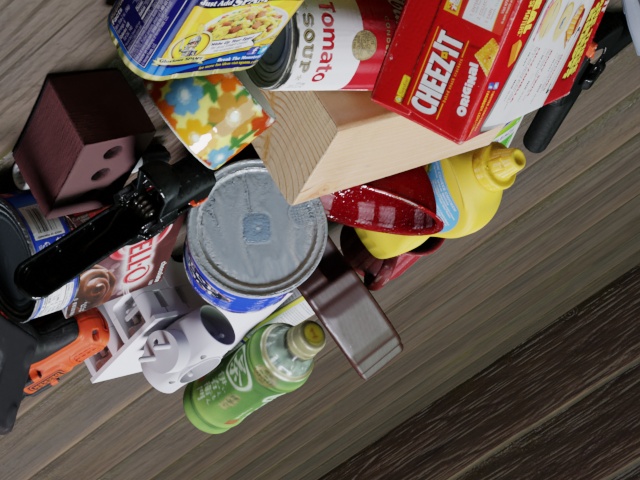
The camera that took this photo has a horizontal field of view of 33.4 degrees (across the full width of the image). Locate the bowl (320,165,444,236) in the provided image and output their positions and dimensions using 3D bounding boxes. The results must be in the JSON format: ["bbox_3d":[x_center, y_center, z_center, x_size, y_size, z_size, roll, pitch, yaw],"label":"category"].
[{"bbox_3d":[0.029,-0.053,0.882,0.162,0.055,0.162,14,170,2],"label":"bowl"}]

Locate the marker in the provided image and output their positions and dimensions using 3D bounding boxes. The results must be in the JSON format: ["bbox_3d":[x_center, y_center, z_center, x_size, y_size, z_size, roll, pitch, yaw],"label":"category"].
[{"bbox_3d":[-0.151,-0.051,0.724,0.120,0.020,0.020,-13,155,-46],"label":"marker"}]

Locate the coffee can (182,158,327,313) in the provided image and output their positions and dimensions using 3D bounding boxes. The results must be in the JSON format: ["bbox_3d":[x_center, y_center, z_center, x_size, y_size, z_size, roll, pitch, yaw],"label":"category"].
[{"bbox_3d":[-0.055,0.001,0.837,0.102,0.103,0.140,-28,176,-12],"label":"coffee can"}]

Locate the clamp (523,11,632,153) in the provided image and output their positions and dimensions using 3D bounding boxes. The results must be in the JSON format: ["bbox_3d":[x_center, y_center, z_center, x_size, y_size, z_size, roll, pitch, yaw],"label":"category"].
[{"bbox_3d":[0.245,-0.166,0.977,0.164,0.036,0.210,-51,167,0],"label":"clamp"}]

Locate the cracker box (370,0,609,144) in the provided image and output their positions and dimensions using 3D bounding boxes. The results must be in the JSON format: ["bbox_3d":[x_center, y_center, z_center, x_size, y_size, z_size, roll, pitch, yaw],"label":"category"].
[{"bbox_3d":[0.127,-0.161,0.657,0.213,0.072,0.164,-29,144,-57],"label":"cracker box"}]

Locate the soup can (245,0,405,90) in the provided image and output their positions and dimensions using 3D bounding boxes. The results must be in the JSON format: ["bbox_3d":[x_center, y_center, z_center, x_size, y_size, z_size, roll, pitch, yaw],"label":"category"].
[{"bbox_3d":[0.009,-0.128,0.675,0.102,0.068,0.069,-5,150,-33],"label":"soup can"}]

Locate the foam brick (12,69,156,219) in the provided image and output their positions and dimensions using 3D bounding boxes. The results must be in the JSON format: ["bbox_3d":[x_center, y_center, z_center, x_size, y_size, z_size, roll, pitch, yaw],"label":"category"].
[{"bbox_3d":[-0.146,-0.060,0.655,0.052,0.051,0.078,-17,157,-41],"label":"foam brick"}]

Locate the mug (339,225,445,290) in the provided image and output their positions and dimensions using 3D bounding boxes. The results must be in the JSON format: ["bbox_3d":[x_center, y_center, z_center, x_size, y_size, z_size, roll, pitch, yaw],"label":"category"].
[{"bbox_3d":[0.069,0.001,1.093,0.093,0.117,0.082,23,146,-14],"label":"mug"}]

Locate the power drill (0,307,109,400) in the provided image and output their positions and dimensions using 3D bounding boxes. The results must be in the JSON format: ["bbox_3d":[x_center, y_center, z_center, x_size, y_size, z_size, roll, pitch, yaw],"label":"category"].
[{"bbox_3d":[-0.279,0.097,0.854,0.184,0.057,0.187,-32,164,4],"label":"power drill"}]

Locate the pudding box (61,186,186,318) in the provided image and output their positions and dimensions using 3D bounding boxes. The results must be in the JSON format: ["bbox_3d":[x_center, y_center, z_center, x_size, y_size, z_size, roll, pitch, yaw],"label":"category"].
[{"bbox_3d":[-0.159,0.006,0.831,0.089,0.039,0.114,-21,160,-31],"label":"pudding box"}]

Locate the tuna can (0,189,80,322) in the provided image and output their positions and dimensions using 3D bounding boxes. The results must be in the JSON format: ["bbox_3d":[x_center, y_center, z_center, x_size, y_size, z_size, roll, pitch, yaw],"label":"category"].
[{"bbox_3d":[-0.194,0.009,0.703,0.033,0.086,0.086,-19,158,-40],"label":"tuna can"}]

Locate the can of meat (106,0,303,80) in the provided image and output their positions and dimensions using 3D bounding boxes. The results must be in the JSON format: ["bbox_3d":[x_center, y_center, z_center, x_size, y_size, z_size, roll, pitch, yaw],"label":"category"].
[{"bbox_3d":[-0.058,-0.136,0.589,0.101,0.057,0.084,-15,158,-42],"label":"can of meat"}]

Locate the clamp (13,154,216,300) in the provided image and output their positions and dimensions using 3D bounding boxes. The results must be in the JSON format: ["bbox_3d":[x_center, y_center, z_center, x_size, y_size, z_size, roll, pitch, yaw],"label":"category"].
[{"bbox_3d":[-0.104,-0.024,0.658,0.120,0.039,0.171,-29,-173,28],"label":"clamp"}]

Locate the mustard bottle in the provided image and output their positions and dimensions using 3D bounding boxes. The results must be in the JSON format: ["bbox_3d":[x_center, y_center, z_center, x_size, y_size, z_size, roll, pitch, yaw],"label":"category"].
[{"bbox_3d":[0.103,-0.047,0.936,0.058,0.096,0.192,-19,-179,-39],"label":"mustard bottle"}]

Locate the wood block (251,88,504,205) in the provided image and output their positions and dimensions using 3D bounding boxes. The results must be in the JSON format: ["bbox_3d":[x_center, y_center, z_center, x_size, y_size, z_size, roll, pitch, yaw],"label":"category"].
[{"bbox_3d":[0.053,-0.109,0.793,0.205,0.090,0.091,-19,158,-35],"label":"wood block"}]

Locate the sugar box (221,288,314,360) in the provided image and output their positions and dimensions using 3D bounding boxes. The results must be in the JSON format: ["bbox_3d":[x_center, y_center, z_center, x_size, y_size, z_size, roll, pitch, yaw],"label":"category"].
[{"bbox_3d":[-0.070,0.086,1.191,0.176,0.048,0.093,-28,162,2],"label":"sugar box"}]
